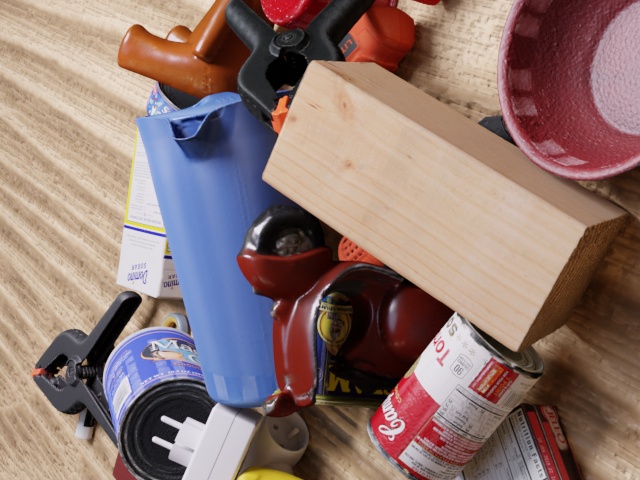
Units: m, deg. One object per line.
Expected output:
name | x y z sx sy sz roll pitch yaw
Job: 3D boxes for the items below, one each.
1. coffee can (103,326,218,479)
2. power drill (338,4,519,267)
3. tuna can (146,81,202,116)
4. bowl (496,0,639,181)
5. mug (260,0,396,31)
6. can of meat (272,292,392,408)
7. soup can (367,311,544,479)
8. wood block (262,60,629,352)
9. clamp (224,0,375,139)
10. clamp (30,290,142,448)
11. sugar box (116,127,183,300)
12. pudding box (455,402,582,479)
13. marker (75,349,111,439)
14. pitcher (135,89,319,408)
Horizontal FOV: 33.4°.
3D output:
coffee can | -0.137 0.146 0.955 0.140 0.102 0.103 -141 64 -69
power drill | 0.061 -0.085 0.808 0.185 0.057 0.188 -41 52 37
tuna can | -0.124 -0.126 1.031 0.034 0.085 0.086 -58 44 30
bowl | 0.185 -0.113 0.652 0.162 0.055 0.162 -12 74 51
mug | 0.005 -0.221 0.883 0.093 0.081 0.117 5 88 53
can of meat | 0.018 0.081 0.801 0.058 0.101 0.084 -3 80 53
soup can | 0.086 0.100 0.682 0.102 0.068 0.069 -54 45 18
wood block | 0.077 -0.029 0.687 0.206 0.090 0.090 34 114 23
clamp | -0.009 -0.139 0.774 0.120 0.039 0.171 -18 45 11
clamp | -0.254 0.152 1.162 0.210 0.036 0.164 -18 71 46
sugar box | -0.161 -0.033 1.098 0.093 0.048 0.176 13 98 52
pudding box | 0.121 0.170 0.703 0.114 0.039 0.090 -41 51 38
marker | -0.255 0.166 1.206 0.020 0.020 0.121 26 105 51
pitcher | -0.056 0.001 0.861 0.145 0.149 0.243 5 107 59
